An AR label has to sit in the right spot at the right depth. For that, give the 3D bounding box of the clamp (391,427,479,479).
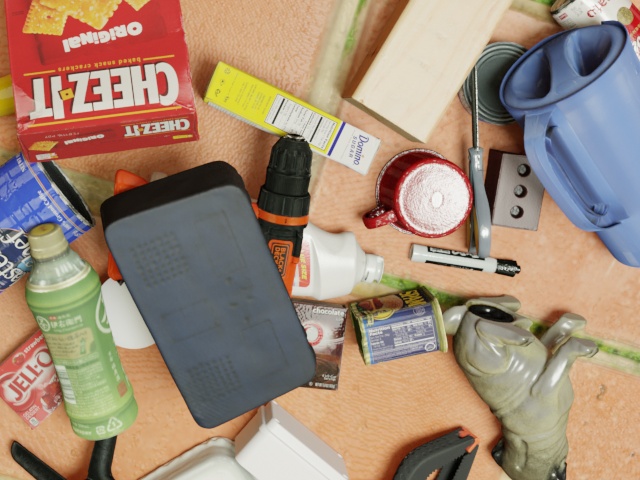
[{"bbox_3d":[0.087,0.280,1.137,0.210,0.036,0.164,-52,128,-4],"label":"clamp"}]

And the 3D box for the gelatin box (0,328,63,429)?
[{"bbox_3d":[-0.289,0.139,1.104,0.089,0.030,0.073,-42,100,0],"label":"gelatin box"}]

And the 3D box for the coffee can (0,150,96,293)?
[{"bbox_3d":[-0.307,-0.014,1.045,0.140,0.103,0.103,-36,100,-1],"label":"coffee can"}]

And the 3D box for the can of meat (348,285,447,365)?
[{"bbox_3d":[0.078,0.088,1.102,0.084,0.102,0.057,-12,99,-3],"label":"can of meat"}]

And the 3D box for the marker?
[{"bbox_3d":[0.156,0.022,1.142,0.121,0.020,0.020,9,96,-7],"label":"marker"}]

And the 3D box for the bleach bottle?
[{"bbox_3d":[-0.057,0.001,1.095,0.250,0.068,0.102,10,101,-9],"label":"bleach bottle"}]

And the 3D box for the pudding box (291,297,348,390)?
[{"bbox_3d":[-0.032,0.106,1.122,0.113,0.039,0.090,6,97,-7],"label":"pudding box"}]

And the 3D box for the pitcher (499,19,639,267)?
[{"bbox_3d":[0.286,-0.081,1.060,0.149,0.145,0.242,-35,117,6],"label":"pitcher"}]

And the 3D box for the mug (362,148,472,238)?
[{"bbox_3d":[0.097,-0.042,1.095,0.117,0.081,0.093,-23,99,-3],"label":"mug"}]

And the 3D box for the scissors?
[{"bbox_3d":[0.160,-0.070,1.078,0.016,0.096,0.202,-4,118,-1],"label":"scissors"}]

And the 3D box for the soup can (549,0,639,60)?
[{"bbox_3d":[0.295,-0.222,1.100,0.102,0.068,0.068,44,91,-9],"label":"soup can"}]

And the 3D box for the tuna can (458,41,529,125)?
[{"bbox_3d":[0.187,-0.163,1.113,0.086,0.034,0.086,-1,98,-6],"label":"tuna can"}]

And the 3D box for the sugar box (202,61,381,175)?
[{"bbox_3d":[-0.030,-0.122,1.066,0.176,0.093,0.048,22,95,-9],"label":"sugar box"}]

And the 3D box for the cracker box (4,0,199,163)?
[{"bbox_3d":[-0.209,-0.192,1.008,0.164,0.072,0.214,-8,71,-5],"label":"cracker box"}]

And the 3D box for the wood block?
[{"bbox_3d":[0.116,-0.209,1.071,0.090,0.091,0.206,31,94,-8],"label":"wood block"}]

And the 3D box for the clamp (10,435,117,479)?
[{"bbox_3d":[-0.233,0.250,1.091,0.120,0.039,0.171,-33,70,-1],"label":"clamp"}]

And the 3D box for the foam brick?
[{"bbox_3d":[0.203,-0.053,1.120,0.053,0.051,0.078,7,96,-8],"label":"foam brick"}]

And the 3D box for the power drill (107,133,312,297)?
[{"bbox_3d":[-0.104,-0.020,1.016,0.187,0.057,0.184,6,106,-10],"label":"power drill"}]
